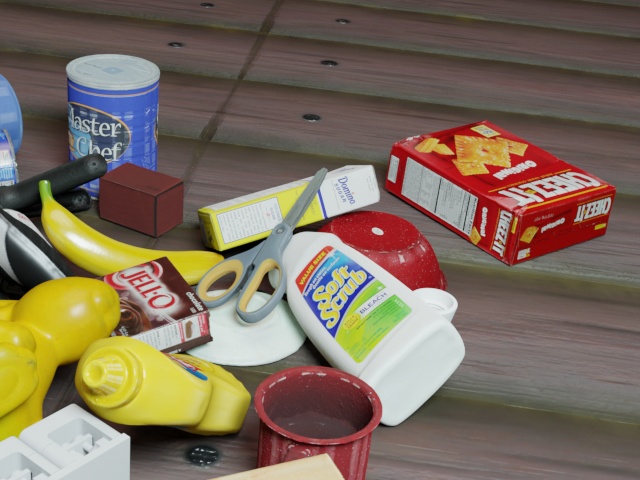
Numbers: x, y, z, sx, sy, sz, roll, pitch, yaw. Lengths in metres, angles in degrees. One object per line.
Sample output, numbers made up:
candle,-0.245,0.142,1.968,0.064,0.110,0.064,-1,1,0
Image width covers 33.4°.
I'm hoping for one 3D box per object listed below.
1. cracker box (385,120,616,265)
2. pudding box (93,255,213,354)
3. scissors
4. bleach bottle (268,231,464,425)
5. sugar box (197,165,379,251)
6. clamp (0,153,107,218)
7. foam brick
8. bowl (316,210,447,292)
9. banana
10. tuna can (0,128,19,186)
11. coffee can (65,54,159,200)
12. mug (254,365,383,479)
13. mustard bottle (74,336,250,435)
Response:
cracker box,0.207,-0.064,1.247,0.163,0.072,0.214,-16,35,-34
pudding box,-0.158,0.064,0.955,0.090,0.039,0.114,-19,36,-21
scissors,-0.057,0.001,1.015,0.096,0.016,0.201,-5,42,20
bleach bottle,0.017,0.060,0.963,0.102,0.068,0.251,-42,39,-9
sugar box,-0.034,-0.035,1.104,0.176,0.048,0.093,-15,7,-13
clamp,-0.313,-0.038,1.067,0.209,0.036,0.165,-16,-7,-27
foam brick,-0.194,-0.044,1.156,0.078,0.051,0.052,19,31,24
bowl,0.053,0.014,1.088,0.162,0.055,0.162,5,28,-3
banana,-0.187,0.009,1.025,0.197,0.069,0.037,25,-19,-19
tuna can,-0.350,-0.076,1.149,0.033,0.086,0.086,-10,32,-25
coffee can,-0.235,-0.128,1.211,0.103,0.140,0.103,5,27,-3
mug,-0.008,0.156,0.773,0.093,0.081,0.117,11,28,11
mustard bottle,-0.122,0.105,0.769,0.096,0.058,0.191,19,-7,17
